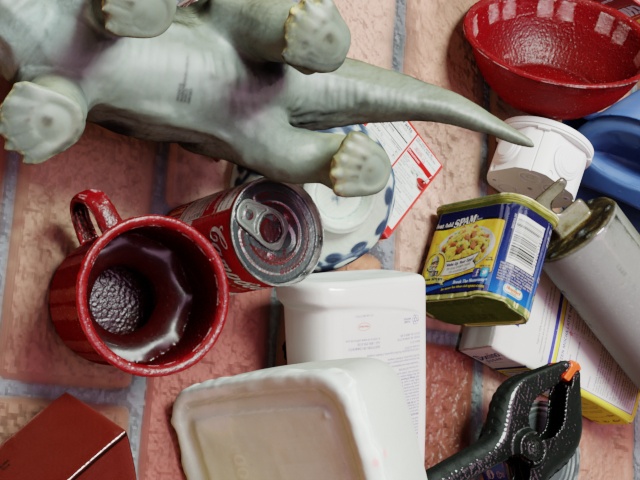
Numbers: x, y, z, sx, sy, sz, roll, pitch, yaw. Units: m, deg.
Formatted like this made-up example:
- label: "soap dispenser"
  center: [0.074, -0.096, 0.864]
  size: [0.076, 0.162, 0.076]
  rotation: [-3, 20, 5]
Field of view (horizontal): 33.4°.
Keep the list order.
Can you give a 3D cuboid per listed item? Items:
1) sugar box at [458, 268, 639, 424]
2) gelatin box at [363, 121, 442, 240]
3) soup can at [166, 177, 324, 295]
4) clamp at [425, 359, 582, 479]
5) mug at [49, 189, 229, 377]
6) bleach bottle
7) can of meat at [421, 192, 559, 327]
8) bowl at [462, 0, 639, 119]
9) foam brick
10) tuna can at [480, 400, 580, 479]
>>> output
- label: "sugar box"
  center: [0.198, 0.081, 0.891]
  size: [0.176, 0.048, 0.093]
  rotation: [28, 65, -26]
- label: "gelatin box"
  center: [0.044, -0.054, 0.810]
  size: [0.073, 0.030, 0.089]
  rotation: [50, 58, -18]
- label: "soup can"
  center: [-0.054, 0.001, 0.683]
  size: [0.068, 0.102, 0.068]
  rotation: [7, 78, -35]
- label: "clamp"
  center: [0.140, 0.156, 0.800]
  size: [0.120, 0.039, 0.171]
  rotation: [35, 64, -21]
- label: "mug"
  center: [-0.119, 0.024, 0.640]
  size: [0.093, 0.082, 0.117]
  rotation: [-32, 101, -28]
- label: "bleach bottle"
  center: [0.023, 0.148, 0.727]
  size: [0.102, 0.068, 0.251]
  rotation: [-3, 95, -31]
- label: "can of meat"
  center: [0.123, 0.017, 0.812]
  size: [0.057, 0.102, 0.084]
  rotation: [30, 68, -28]
- label: "bowl"
  center: [0.194, -0.148, 0.888]
  size: [0.161, 0.162, 0.055]
  rotation: [-30, 140, -36]
- label: "foam brick"
  center: [-0.152, 0.137, 0.609]
  size: [0.078, 0.053, 0.051]
  rotation: [-41, 143, -33]
- label: "tuna can"
  center: [0.168, 0.172, 0.860]
  size: [0.085, 0.034, 0.086]
  rotation: [7, 78, -35]
